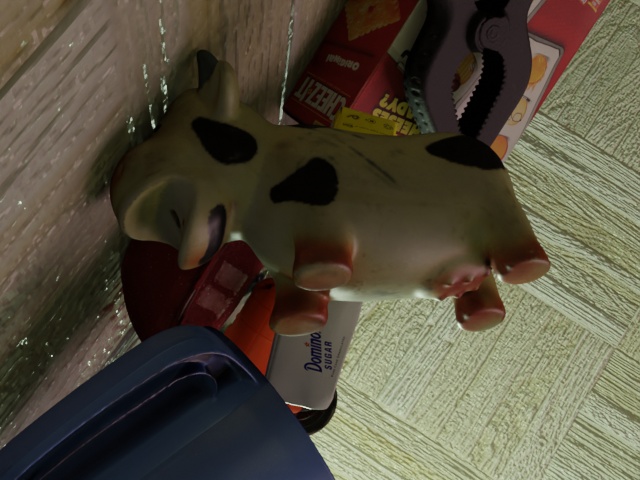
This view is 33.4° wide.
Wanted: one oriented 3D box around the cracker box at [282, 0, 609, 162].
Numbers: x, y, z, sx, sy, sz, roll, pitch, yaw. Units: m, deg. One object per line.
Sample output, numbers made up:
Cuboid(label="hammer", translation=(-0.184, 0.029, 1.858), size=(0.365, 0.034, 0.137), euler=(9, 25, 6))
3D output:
Cuboid(label="cracker box", translation=(0.095, -0.140, 0.758), size=(0.164, 0.072, 0.214), euler=(27, 99, -44))

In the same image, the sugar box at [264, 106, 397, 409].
Cuboid(label="sugar box", translation=(0.008, 0.006, 0.627), size=(0.176, 0.048, 0.093), euler=(-79, -177, -52))

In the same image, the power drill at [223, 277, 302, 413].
Cuboid(label="power drill", translation=(-0.046, 0.106, 0.785), size=(0.184, 0.057, 0.187), euler=(-57, 170, 11))

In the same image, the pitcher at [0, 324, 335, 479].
Cuboid(label="pitcher", translation=(-0.116, 0.153, 0.522), size=(0.242, 0.149, 0.145), euler=(-34, -175, -18))

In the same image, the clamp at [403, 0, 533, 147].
Cuboid(label="clamp", translation=(0.092, -0.142, 0.678), size=(0.164, 0.036, 0.210), euler=(-2, 117, -30))

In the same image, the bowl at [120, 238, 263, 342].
Cuboid(label="bowl", translation=(-0.069, 0.001, 0.629), size=(0.162, 0.055, 0.162), euler=(-56, 173, -10))
